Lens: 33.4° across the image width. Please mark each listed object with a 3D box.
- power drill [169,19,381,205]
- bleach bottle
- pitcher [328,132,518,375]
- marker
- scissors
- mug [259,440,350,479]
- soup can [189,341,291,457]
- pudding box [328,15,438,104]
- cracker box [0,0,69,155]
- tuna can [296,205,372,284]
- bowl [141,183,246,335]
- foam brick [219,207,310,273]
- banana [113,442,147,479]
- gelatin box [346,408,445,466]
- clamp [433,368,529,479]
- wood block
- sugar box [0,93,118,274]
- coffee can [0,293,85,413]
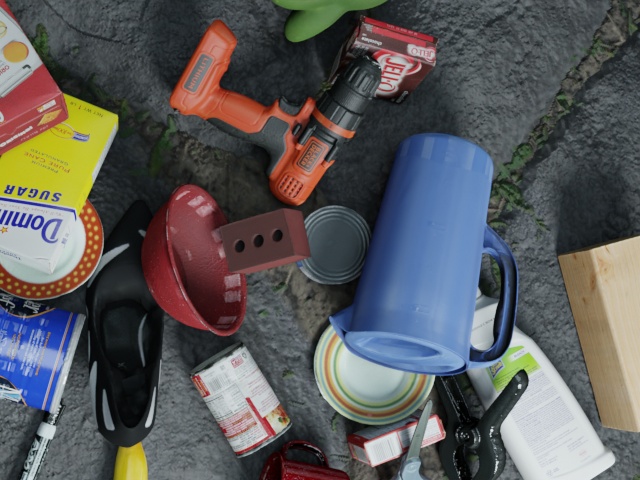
[{"bbox_3d":[-0.050,-0.152,1.126,0.187,0.057,0.185,33,110,-4],"label":"power drill"},{"bbox_3d":[0.224,0.156,1.191,0.102,0.068,0.251,-28,89,-12],"label":"bleach bottle"},{"bbox_3d":[0.121,0.016,1.131,0.149,0.145,0.242,33,63,-41],"label":"pitcher"},{"bbox_3d":[-0.291,0.219,1.096,0.020,0.020,0.121,22,81,-10],"label":"marker"},{"bbox_3d":[0.108,0.238,1.123,0.096,0.016,0.202,6,126,-30],"label":"scissors"},{"bbox_3d":[-0.018,0.265,1.123,0.081,0.093,0.117,14,46,-16],"label":"mug"},{"bbox_3d":[-0.085,0.166,1.120,0.068,0.068,0.102,-31,92,-13],"label":"soup can"},{"bbox_3d":[0.067,-0.194,1.158,0.090,0.114,0.039,15,74,-10],"label":"pudding box"},{"bbox_3d":[-0.375,-0.177,1.060,0.164,0.072,0.214,-31,77,-12],"label":"cracker box"},{"bbox_3d":[0.013,0.006,1.171,0.086,0.034,0.086,1,85,-12],"label":"tuna can"},{"bbox_3d":[-0.136,0.026,1.096,0.055,0.162,0.162,-17,89,19],"label":"bowl"},{"bbox_3d":[-0.057,0.001,1.129,0.078,0.051,0.053,-16,81,18],"label":"foam brick"},{"bbox_3d":[-0.223,0.297,1.095,0.069,0.037,0.197,34,79,-9],"label":"banana"},{"bbox_3d":[0.081,0.212,1.149,0.089,0.073,0.030,-19,91,-14],"label":"gelatin box"},{"bbox_3d":[0.158,0.200,1.165,0.039,0.120,0.171,-8,113,-46],"label":"clamp"},{"bbox_3d":[0.350,0.102,1.208,0.090,0.090,0.206,-14,88,-13],"label":"wood block"},{"bbox_3d":[-0.283,-0.064,1.091,0.093,0.048,0.176,21,70,-3],"label":"sugar box"},{"bbox_3d":[-0.315,0.104,1.057,0.140,0.103,0.103,17,82,-10],"label":"coffee can"}]
